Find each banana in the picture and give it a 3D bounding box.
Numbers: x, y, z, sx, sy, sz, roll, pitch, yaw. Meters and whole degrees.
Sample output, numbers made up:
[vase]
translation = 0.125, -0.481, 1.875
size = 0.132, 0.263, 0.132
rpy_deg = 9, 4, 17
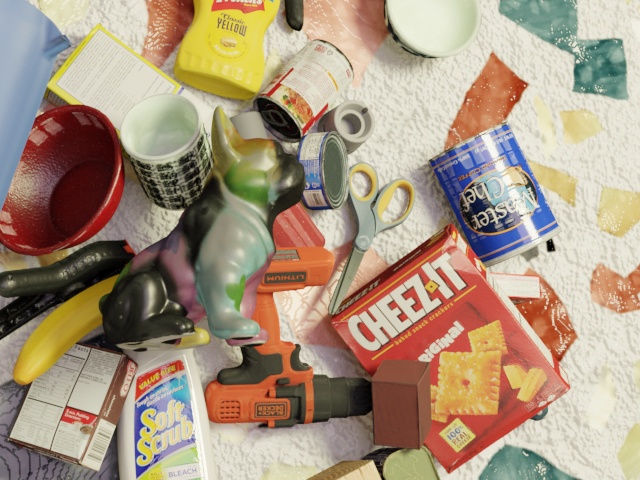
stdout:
[banana]
translation = -0.214, 0.073, 1.037
size = 0.197, 0.070, 0.037
rpy_deg = -25, 133, -20

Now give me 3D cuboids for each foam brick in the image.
[foam brick]
translation = 0.084, 0.168, 1.101
size = 0.051, 0.053, 0.078
rpy_deg = 4, 110, 19

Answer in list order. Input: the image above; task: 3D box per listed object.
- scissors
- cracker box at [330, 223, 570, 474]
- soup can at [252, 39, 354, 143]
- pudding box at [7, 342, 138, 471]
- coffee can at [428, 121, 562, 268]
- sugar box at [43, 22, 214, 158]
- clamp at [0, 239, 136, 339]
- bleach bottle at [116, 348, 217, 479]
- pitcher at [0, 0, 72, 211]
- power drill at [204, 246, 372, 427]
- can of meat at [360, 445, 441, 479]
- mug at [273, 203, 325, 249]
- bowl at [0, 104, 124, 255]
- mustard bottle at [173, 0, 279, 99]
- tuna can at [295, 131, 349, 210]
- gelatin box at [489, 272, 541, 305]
[scissors]
translation = 0.035, -0.014, 1.187
size = 0.096, 0.016, 0.201
rpy_deg = 43, 57, 0
[cracker box]
translation = 0.139, 0.117, 1.147
size = 0.164, 0.072, 0.213
rpy_deg = -37, 95, 13
[soup can]
translation = -0.018, -0.167, 1.188
size = 0.068, 0.069, 0.102
rpy_deg = 43, 68, -8
[pudding box]
translation = -0.239, 0.156, 1.035
size = 0.090, 0.039, 0.113
rpy_deg = 11, 69, 23
[coffee can]
translation = 0.200, -0.052, 1.226
size = 0.102, 0.103, 0.140
rpy_deg = -25, 89, -23
[sugar box]
translation = -0.194, -0.139, 1.131
size = 0.176, 0.048, 0.093
rpy_deg = 38, 71, -13
[clamp]
translation = -0.261, 0.047, 1.053
size = 0.171, 0.120, 0.039
rpy_deg = -19, 75, -42
[bleach bottle]
translation = -0.165, 0.178, 1.069
size = 0.102, 0.068, 0.251
rpy_deg = -9, 79, -11
[pitcher]
translation = -0.352, -0.116, 1.031
size = 0.144, 0.149, 0.243
rpy_deg = 21, 74, -30
[power drill]
translation = -0.026, 0.102, 1.092
size = 0.184, 0.057, 0.188
rpy_deg = -1, 107, -11
[can of meat]
translation = 0.088, 0.269, 1.131
size = 0.057, 0.084, 0.102
rpy_deg = -22, 87, -23
[mug]
translation = -0.057, 0.001, 1.133
size = 0.117, 0.093, 0.081
rpy_deg = -39, 99, -8
[bowl]
translation = -0.251, -0.052, 1.060
size = 0.055, 0.162, 0.162
rpy_deg = 39, 60, -56
[mustard bottle]
translation = -0.096, -0.258, 1.183
size = 0.096, 0.058, 0.191
rpy_deg = 15, 74, -12
[tuna can]
translation = 0.002, -0.075, 1.164
size = 0.034, 0.086, 0.086
rpy_deg = -2, 77, 20
[gelatin box]
translation = 0.195, 0.057, 1.218
size = 0.089, 0.073, 0.030
rpy_deg = 3, 78, -20
